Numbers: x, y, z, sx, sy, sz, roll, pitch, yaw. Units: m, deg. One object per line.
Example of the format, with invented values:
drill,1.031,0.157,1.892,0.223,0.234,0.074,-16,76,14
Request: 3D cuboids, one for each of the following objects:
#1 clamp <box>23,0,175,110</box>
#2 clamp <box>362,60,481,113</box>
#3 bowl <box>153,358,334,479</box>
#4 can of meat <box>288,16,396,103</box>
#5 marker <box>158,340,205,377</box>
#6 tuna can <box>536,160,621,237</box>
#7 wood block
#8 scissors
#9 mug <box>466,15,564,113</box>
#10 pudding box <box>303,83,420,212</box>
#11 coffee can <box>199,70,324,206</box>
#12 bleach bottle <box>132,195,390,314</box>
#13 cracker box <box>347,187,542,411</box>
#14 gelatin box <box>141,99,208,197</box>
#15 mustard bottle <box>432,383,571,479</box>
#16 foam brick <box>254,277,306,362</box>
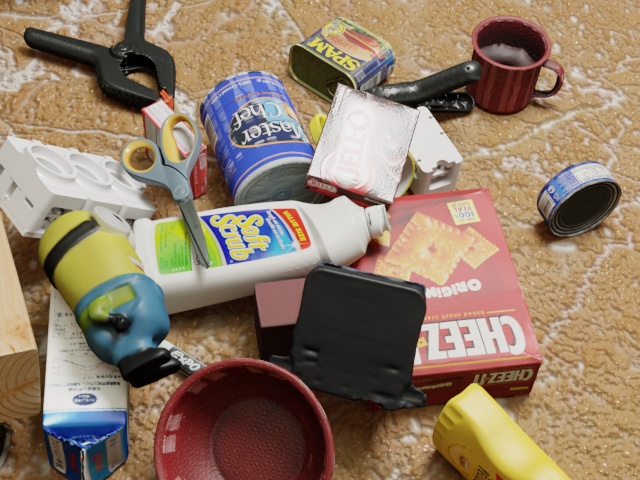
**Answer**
clamp,-0.246,-0.216,1.270,0.164,0.036,0.210,-23,58,-21
clamp,0.105,-0.160,1.228,0.171,0.120,0.039,-11,71,11
bowl,-0.062,0.184,0.936,0.162,0.055,0.162,-1,85,12
can of meat,0.027,-0.214,1.275,0.102,0.057,0.083,35,56,21
marker,-0.131,0.119,1.031,0.121,0.020,0.020,30,56,18
tuna can,0.275,-0.045,1.141,0.086,0.086,0.034,-16,53,-15
wood block,-0.316,0.059,0.954,0.090,0.090,0.206,-10,46,-21
scissors,-0.156,-0.046,1.068,0.096,0.016,0.202,-13,54,12
mug,0.230,-0.202,1.261,0.117,0.081,0.093,17,53,10
pudding box,0.042,-0.092,1.077,0.090,0.039,0.113,19,67,-2
coffee can,-0.063,-0.099,1.150,0.102,0.103,0.140,-14,54,-14
bleach bottle,-0.057,0.001,1.053,0.251,0.068,0.102,-14,54,7
cracker box,0.111,0.053,1.064,0.164,0.072,0.214,-6,54,-7
gelatin box,-0.157,-0.098,1.162,0.030,0.073,0.089,-31,60,-24
mustard bottle,0.181,0.218,0.926,0.058,0.096,0.192,-31,61,-25
foam brick,-0.036,0.079,1.030,0.053,0.078,0.051,-5,55,-8
